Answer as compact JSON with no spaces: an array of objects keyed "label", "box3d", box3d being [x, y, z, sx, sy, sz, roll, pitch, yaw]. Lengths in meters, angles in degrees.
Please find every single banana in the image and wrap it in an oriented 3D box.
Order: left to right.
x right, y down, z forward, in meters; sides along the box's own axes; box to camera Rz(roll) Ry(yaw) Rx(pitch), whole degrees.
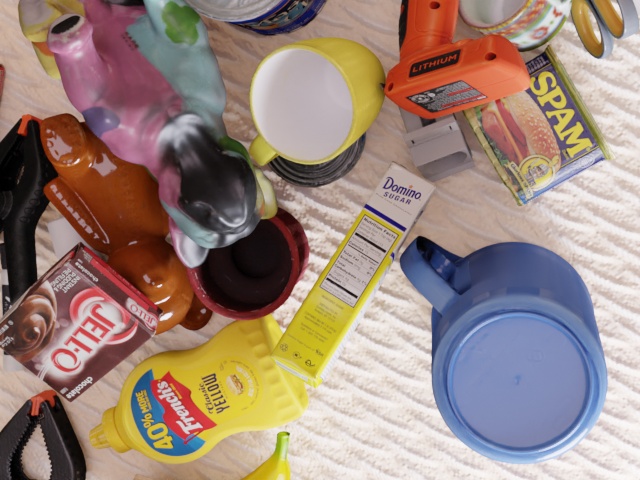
[{"label":"banana","box3d":[-0.103,0.227,0.937,0.198,0.037,0.069,-21,84,12]}]

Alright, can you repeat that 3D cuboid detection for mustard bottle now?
[{"label":"mustard bottle","box3d":[-0.113,0.138,0.916,0.192,0.058,0.096,-24,92,13]}]

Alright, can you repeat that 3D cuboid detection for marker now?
[{"label":"marker","box3d":[-0.277,0.057,0.957,0.020,0.020,0.121,1,97,10]}]

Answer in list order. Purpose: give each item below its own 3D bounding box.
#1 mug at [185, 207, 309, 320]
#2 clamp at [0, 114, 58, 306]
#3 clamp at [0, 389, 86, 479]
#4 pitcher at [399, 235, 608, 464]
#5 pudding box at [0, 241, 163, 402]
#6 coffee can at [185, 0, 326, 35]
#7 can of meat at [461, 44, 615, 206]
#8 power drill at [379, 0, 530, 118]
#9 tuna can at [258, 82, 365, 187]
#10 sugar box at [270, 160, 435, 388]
[{"label":"mug","box3d":[-0.056,0.001,0.878,0.093,0.081,0.117,-2,96,11]},{"label":"clamp","box3d":[-0.278,-0.024,0.927,0.120,0.039,0.171,5,78,26]},{"label":"clamp","box3d":[-0.252,0.242,0.965,0.164,0.036,0.210,16,99,9]},{"label":"pitcher","box3d":[0.131,0.070,0.768,0.149,0.242,0.145,-4,94,10]},{"label":"pudding box","box3d":[-0.195,0.067,0.852,0.090,0.039,0.114,43,120,-16]},{"label":"coffee can","box3d":[-0.051,-0.215,0.822,0.103,0.140,0.103,1,97,10]},{"label":"can of meat","box3d":[0.169,-0.088,0.839,0.084,0.057,0.102,-30,91,14]},{"label":"power drill","box3d":[0.111,-0.194,0.779,0.185,0.057,0.187,-15,64,41]},{"label":"tuna can","box3d":[-0.006,-0.087,0.883,0.086,0.033,0.086,1,96,10]},{"label":"sugar box","box3d":[0.025,0.029,0.835,0.048,0.093,0.176,29,81,5]}]
